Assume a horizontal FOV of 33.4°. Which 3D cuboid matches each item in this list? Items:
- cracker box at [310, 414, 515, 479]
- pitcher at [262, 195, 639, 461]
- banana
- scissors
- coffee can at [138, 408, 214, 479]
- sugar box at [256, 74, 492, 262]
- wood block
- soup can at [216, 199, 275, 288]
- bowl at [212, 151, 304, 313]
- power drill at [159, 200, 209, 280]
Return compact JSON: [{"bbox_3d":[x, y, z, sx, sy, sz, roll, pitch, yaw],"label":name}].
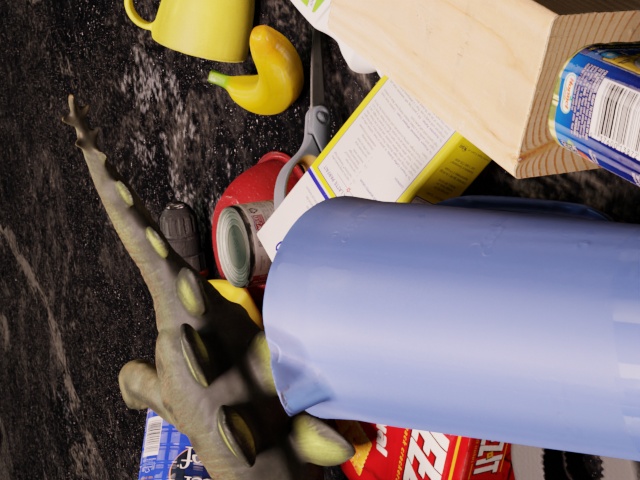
[{"bbox_3d":[0.059,0.108,0.759,0.214,0.072,0.164,44,135,49],"label":"cracker box"},{"bbox_3d":[0.102,0.038,0.565,0.243,0.144,0.149,4,82,42],"label":"pitcher"},{"bbox_3d":[-0.048,-0.136,0.900,0.198,0.069,0.037,168,119,-73],"label":"banana"},{"bbox_3d":[0.011,-0.080,0.846,0.016,0.096,0.201,-22,45,47],"label":"scissors"},{"bbox_3d":[-0.134,0.239,1.085,0.103,0.102,0.140,140,139,-59],"label":"coffee can"},{"bbox_3d":[0.037,-0.034,0.715,0.176,0.048,0.093,-52,45,22],"label":"sugar box"},{"bbox_3d":[0.095,-0.125,0.610,0.206,0.090,0.090,48,138,47],"label":"wood block"},{"bbox_3d":[-0.024,-0.001,0.858,0.069,0.102,0.068,26,120,58],"label":"soup can"},{"bbox_3d":[-0.056,0.001,0.972,0.162,0.055,0.162,27,121,58],"label":"bowl"},{"bbox_3d":[-0.123,0.064,1.089,0.188,0.057,0.184,-138,40,-68],"label":"power drill"}]
